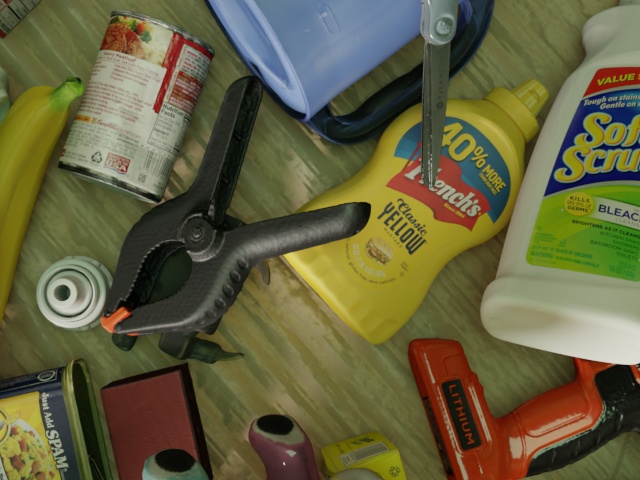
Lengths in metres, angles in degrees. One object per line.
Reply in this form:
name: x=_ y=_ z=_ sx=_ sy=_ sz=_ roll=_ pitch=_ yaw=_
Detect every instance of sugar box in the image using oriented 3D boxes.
sugar box: x=0.046 y=0.208 z=0.638 sx=0.048 sy=0.093 sz=0.176 roll=-18 pitch=89 yaw=-4

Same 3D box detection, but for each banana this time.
banana: x=-0.193 y=-0.013 z=0.650 sx=0.037 sy=0.070 sz=0.198 roll=17 pitch=100 yaw=-22

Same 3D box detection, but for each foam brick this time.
foam brick: x=-0.099 y=0.120 z=0.654 sx=0.051 sy=0.053 sz=0.078 roll=-13 pitch=88 yaw=-4

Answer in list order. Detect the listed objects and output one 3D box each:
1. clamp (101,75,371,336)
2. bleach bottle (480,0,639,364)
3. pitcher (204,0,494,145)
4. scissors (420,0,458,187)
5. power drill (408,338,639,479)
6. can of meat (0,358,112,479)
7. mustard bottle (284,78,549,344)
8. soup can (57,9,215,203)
clamp: x=-0.054 y=0.001 z=0.620 sx=0.120 sy=0.039 sz=0.171 roll=42 pitch=99 yaw=29
bleach bottle: x=0.172 y=-0.055 z=0.650 sx=0.103 sy=0.068 sz=0.250 roll=11 pitch=65 yaw=11
pitcher: x=0.051 y=-0.181 z=0.650 sx=0.242 sy=0.149 sz=0.145 roll=-34 pitch=74 yaw=-8
scissors: x=0.051 y=-0.130 z=0.588 sx=0.096 sy=0.016 sz=0.202 roll=7 pitch=107 yaw=-29
power drill: x=0.154 y=0.073 z=0.665 sx=0.187 sy=0.057 sz=0.184 roll=-16 pitch=77 yaw=-2
can of meat: x=-0.177 y=0.131 z=0.648 sx=0.084 sy=0.057 sz=0.102 roll=-13 pitch=88 yaw=-2
mustard bottle: x=0.070 y=-0.031 z=0.668 sx=0.191 sy=0.058 sz=0.096 roll=-43 pitch=97 yaw=-5
soup can: x=-0.113 y=-0.081 z=0.657 sx=0.068 sy=0.068 sz=0.102 roll=19 pitch=86 yaw=-2
